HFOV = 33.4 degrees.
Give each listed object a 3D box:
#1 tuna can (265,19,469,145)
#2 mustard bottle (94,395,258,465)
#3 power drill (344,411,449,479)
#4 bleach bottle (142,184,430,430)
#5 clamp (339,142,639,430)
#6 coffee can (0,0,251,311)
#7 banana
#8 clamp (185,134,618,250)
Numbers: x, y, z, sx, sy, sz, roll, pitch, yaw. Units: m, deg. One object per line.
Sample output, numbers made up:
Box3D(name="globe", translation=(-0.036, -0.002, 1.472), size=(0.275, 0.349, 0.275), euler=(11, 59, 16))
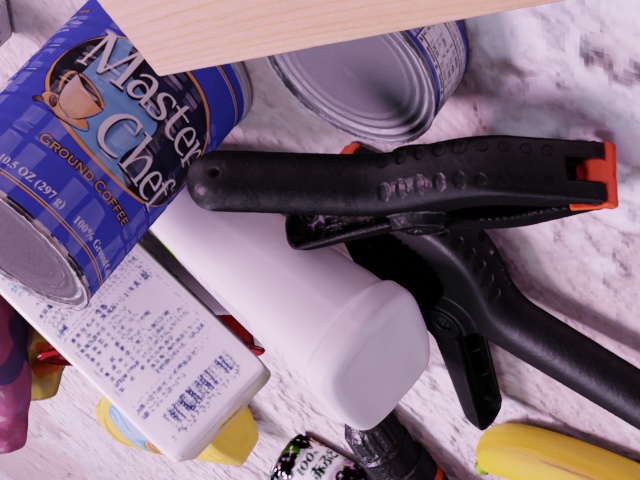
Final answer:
Box3D(name="tuna can", translation=(0.018, -0.082, 0.447), size=(0.086, 0.033, 0.086), euler=(28, 153, 16))
Box3D(name="mustard bottle", translation=(-0.151, 0.163, 0.999), size=(0.192, 0.058, 0.096), euler=(-6, 131, 44))
Box3D(name="power drill", translation=(0.080, 0.217, 0.736), size=(0.184, 0.057, 0.187), euler=(55, -170, -20))
Box3D(name="bleach bottle", translation=(-0.054, 0.001, 0.602), size=(0.251, 0.068, 0.102), euler=(37, 167, 29))
Box3D(name="clamp", translation=(0.073, 0.036, 0.570), size=(0.210, 0.036, 0.165), euler=(43, 155, -9))
Box3D(name="coffee can", translation=(-0.115, -0.050, 0.540), size=(0.103, 0.140, 0.103), euler=(28, 153, 16))
Box3D(name="banana", translation=(0.168, 0.146, 0.641), size=(0.198, 0.037, 0.069), euler=(14, 163, 40))
Box3D(name="clamp", translation=(0.033, -0.022, 0.448), size=(0.172, 0.039, 0.120), euler=(-9, 172, 28))
